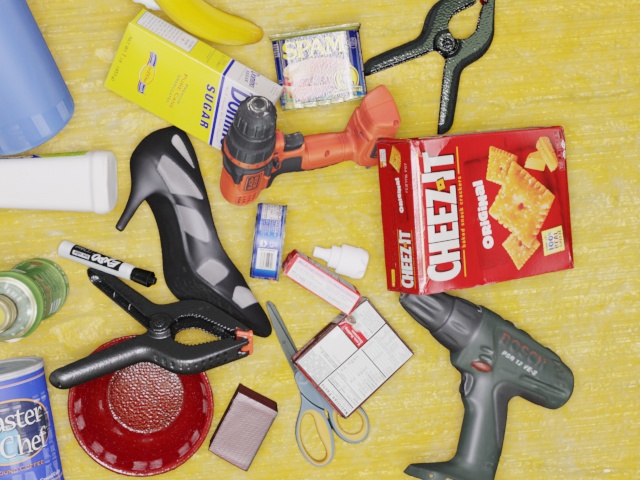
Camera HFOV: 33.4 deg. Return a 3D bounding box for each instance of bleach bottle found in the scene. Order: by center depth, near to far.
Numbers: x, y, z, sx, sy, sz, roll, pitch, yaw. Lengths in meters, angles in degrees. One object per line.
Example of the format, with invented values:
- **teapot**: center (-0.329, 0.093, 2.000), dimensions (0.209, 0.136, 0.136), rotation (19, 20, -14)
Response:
- **bleach bottle**: center (-0.350, -0.063, 1.150), dimensions (0.250, 0.102, 0.068), rotation (-1, 97, -4)

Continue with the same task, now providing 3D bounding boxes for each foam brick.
- **foam brick**: center (-0.088, 0.211, 1.214), dimensions (0.051, 0.053, 0.078), rotation (27, 92, -5)

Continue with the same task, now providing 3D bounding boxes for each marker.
- **marker**: center (-0.236, 0.027, 1.186), dimensions (0.121, 0.020, 0.020), rotation (18, 94, 16)

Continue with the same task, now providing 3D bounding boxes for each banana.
- **banana**: center (-0.133, -0.257, 1.127), dimensions (0.069, 0.037, 0.197), rotation (-38, 136, 5)

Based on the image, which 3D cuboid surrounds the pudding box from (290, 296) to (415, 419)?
- **pudding box**: center (0.037, 0.132, 1.213), dimensions (0.113, 0.039, 0.090), rotation (-41, 97, -8)

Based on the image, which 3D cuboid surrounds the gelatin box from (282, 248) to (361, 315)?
- **gelatin box**: center (0.000, 0.046, 1.193), dimensions (0.089, 0.073, 0.030), rotation (32, 92, -5)

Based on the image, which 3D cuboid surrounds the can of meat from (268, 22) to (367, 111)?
- **can of meat**: center (-0.001, -0.191, 1.176), dimensions (0.102, 0.057, 0.084), rotation (-7, 99, 8)

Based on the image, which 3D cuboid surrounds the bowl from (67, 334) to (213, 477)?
- **bowl**: center (-0.200, 0.181, 1.203), dimensions (0.162, 0.055, 0.162), rotation (0, 95, -3)

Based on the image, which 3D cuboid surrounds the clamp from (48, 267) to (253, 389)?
- **clamp**: center (-0.179, 0.107, 1.143), dimensions (0.210, 0.164, 0.036), rotation (10, 137, 8)

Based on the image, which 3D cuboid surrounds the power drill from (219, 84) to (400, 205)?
- **power drill**: center (-0.014, -0.110, 1.125), dimensions (0.187, 0.185, 0.057), rotation (-14, 70, -17)

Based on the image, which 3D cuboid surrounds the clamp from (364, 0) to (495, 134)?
- **clamp**: center (0.145, -0.207, 1.196), dimensions (0.171, 0.039, 0.120), rotation (-43, 96, 5)

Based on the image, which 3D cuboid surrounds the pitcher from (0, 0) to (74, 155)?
- **pitcher**: center (-0.360, -0.207, 1.087), dimensions (0.144, 0.149, 0.243), rotation (-50, 134, -33)

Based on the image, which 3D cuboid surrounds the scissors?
- **scissors**: center (0.000, 0.161, 1.233), dimensions (0.096, 0.016, 0.202), rotation (-9, 95, -4)

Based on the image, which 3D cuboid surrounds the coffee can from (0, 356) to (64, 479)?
- **coffee can**: center (-0.345, 0.208, 1.175), dimensions (0.103, 0.103, 0.140), rotation (-9, 96, -2)

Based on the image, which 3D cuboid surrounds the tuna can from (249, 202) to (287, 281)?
- **tuna can**: center (-0.058, 0.001, 1.180), dimensions (0.033, 0.086, 0.086), rotation (6, 95, -3)

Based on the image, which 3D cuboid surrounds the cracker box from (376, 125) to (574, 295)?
- **cracker box**: center (0.172, -0.036, 1.156), dimensions (0.213, 0.072, 0.164), rotation (-8, 96, -30)

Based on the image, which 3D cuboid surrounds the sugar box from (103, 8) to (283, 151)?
- **sugar box**: center (-0.138, -0.167, 1.162), dimensions (0.176, 0.048, 0.093), rotation (30, 129, -3)
